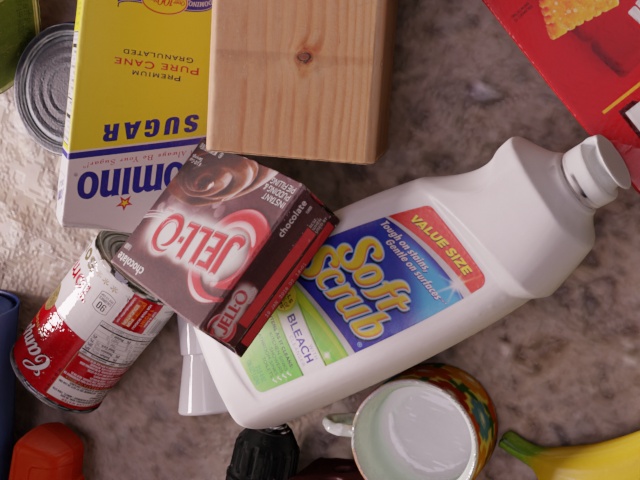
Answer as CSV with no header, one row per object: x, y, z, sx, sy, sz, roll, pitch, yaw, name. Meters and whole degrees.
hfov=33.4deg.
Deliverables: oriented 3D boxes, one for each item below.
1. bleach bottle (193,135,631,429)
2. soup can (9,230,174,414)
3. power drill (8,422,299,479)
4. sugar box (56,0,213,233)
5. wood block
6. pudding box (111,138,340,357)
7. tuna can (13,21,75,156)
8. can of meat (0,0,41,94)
0.042,0.012,0.563,0.251,0.067,0.102,-32,72,32,bleach bottle
-0.138,0.050,0.667,0.068,0.068,0.102,45,110,13,soup can
-0.108,0.178,0.672,0.188,0.057,0.184,16,101,21,power drill
-0.101,-0.092,0.629,0.093,0.048,0.176,4,97,-18,sugar box
-0.004,-0.150,0.567,0.091,0.090,0.206,6,100,7,wood block
-0.054,0.001,0.577,0.090,0.039,0.114,-54,36,-7,pudding box
-0.152,-0.095,0.679,0.086,0.033,0.086,2,96,22,tuna can
-0.222,-0.151,0.671,0.084,0.102,0.057,45,66,10,can of meat
